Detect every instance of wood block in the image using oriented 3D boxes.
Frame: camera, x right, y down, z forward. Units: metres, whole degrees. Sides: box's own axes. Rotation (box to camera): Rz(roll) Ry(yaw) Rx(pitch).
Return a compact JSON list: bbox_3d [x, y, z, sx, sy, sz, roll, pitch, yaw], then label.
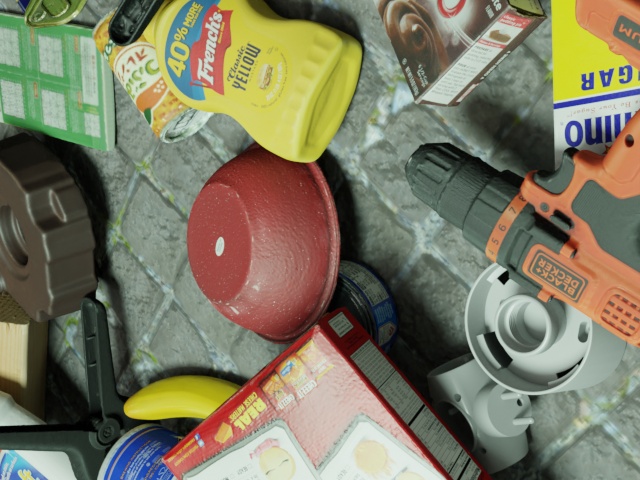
[{"bbox_3d":[-0.337,0.142,1.102,0.091,0.090,0.206,9,119,-2],"label":"wood block"}]

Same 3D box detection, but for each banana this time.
[{"bbox_3d":[-0.100,0.152,0.939,0.198,0.069,0.037,16,151,44],"label":"banana"}]

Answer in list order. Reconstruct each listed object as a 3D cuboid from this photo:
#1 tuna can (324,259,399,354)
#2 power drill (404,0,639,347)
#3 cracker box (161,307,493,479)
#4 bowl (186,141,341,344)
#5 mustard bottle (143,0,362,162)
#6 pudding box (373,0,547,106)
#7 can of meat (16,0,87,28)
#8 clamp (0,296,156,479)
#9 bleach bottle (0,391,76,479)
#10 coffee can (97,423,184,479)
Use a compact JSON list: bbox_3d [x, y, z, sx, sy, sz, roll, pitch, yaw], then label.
[{"bbox_3d":[0.017,0.058,0.816,0.086,0.033,0.086,17,117,36],"label":"tuna can"},{"bbox_3d":[0.144,-0.053,0.585,0.185,0.057,0.188,34,132,20],"label":"power drill"},{"bbox_3d":[0.020,0.178,0.738,0.164,0.072,0.214,-43,85,22],"label":"cracker box"},{"bbox_3d":[-0.055,0.001,0.812,0.162,0.055,0.162,6,98,52],"label":"bowl"},{"bbox_3d":[-0.065,-0.137,0.787,0.192,0.058,0.096,30,107,29],"label":"mustard bottle"},{"bbox_3d":[0.079,-0.152,0.650,0.090,0.039,0.113,-45,55,43],"label":"pudding box"},{"bbox_3d":[-0.232,-0.244,0.898,0.084,0.057,0.102,56,133,12],"label":"can of meat"},{"bbox_3d":[-0.207,0.165,1.003,0.036,0.164,0.209,12,152,45],"label":"clamp"},{"bbox_3d":[-0.284,0.223,1.057,0.250,0.068,0.103,42,131,-13],"label":"bleach bottle"},{"bbox_3d":[-0.117,0.234,0.958,0.141,0.102,0.103,14,116,37],"label":"coffee can"}]
